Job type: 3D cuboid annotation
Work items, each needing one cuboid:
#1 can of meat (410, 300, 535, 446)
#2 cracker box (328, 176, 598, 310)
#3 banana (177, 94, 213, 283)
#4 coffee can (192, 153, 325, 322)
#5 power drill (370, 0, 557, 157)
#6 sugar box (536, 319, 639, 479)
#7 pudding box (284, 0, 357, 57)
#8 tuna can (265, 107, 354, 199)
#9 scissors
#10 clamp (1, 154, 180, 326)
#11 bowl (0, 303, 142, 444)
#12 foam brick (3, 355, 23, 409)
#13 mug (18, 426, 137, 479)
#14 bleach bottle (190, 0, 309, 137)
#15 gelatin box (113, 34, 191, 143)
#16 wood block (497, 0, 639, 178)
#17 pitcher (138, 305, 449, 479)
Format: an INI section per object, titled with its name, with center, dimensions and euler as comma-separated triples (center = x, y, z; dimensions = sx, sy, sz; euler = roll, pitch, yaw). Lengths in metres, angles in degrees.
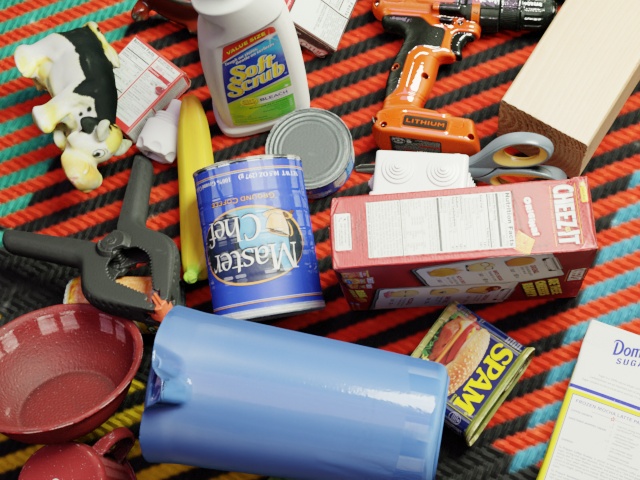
[can of meat]
center = 0.127, 0.116, 0.952
dimensions = 0.084, 0.057, 0.102
euler = 34, 79, 19
[cracker box]
center = 0.121, 0.006, 0.932
dimensions = 0.214, 0.164, 0.072
euler = -5, 73, 6
[banana]
center = -0.118, -0.041, 1.030
dimensions = 0.037, 0.070, 0.198
euler = -1, 68, -9
[coffee can]
center = -0.056, 0.001, 0.974
dimensions = 0.103, 0.103, 0.140
euler = -10, 84, 4
[power drill]
center = 0.131, -0.172, 1.048
dimensions = 0.184, 0.057, 0.187
euler = 7, 70, 13
[sugar box]
center = 0.250, 0.167, 0.925
dimensions = 0.093, 0.048, 0.176
euler = 20, 72, 14
[pudding box]
center = -0.019, -0.252, 1.075
dimensions = 0.113, 0.039, 0.090
euler = 29, 73, -25
[tuna can]
center = -0.010, -0.085, 1.048
dimensions = 0.086, 0.033, 0.086
euler = -2, 72, 7
[scissors]
center = 0.131, -0.077, 1.000
dimensions = 0.202, 0.096, 0.016
euler = 9, 60, 7
[clamp]
center = -0.201, 0.014, 0.996
dimensions = 0.164, 0.036, 0.210
euler = -28, 47, -10
[bowl]
center = -0.230, 0.127, 0.938
dimensions = 0.162, 0.055, 0.162
euler = -6, 37, 4
[foam brick]
center = -0.311, 0.143, 1.003
dimensions = 0.078, 0.053, 0.051
euler = -9, 71, 5
[mug]
center = -0.210, 0.214, 0.950
dimensions = 0.093, 0.081, 0.117
euler = 40, 81, 17
[bleach bottle]
center = -0.073, -0.179, 0.972
dimensions = 0.102, 0.251, 0.068
euler = -13, 70, 3
[gelatin box]
center = -0.190, -0.155, 1.098
dimensions = 0.073, 0.030, 0.089
euler = 39, 82, 19
[wood block]
center = 0.259, -0.175, 1.013
dimensions = 0.091, 0.090, 0.206
euler = 30, 78, 16
[pitcher]
center = -0.019, 0.137, 0.896
dimensions = 0.243, 0.145, 0.149
euler = 9, 39, 8
